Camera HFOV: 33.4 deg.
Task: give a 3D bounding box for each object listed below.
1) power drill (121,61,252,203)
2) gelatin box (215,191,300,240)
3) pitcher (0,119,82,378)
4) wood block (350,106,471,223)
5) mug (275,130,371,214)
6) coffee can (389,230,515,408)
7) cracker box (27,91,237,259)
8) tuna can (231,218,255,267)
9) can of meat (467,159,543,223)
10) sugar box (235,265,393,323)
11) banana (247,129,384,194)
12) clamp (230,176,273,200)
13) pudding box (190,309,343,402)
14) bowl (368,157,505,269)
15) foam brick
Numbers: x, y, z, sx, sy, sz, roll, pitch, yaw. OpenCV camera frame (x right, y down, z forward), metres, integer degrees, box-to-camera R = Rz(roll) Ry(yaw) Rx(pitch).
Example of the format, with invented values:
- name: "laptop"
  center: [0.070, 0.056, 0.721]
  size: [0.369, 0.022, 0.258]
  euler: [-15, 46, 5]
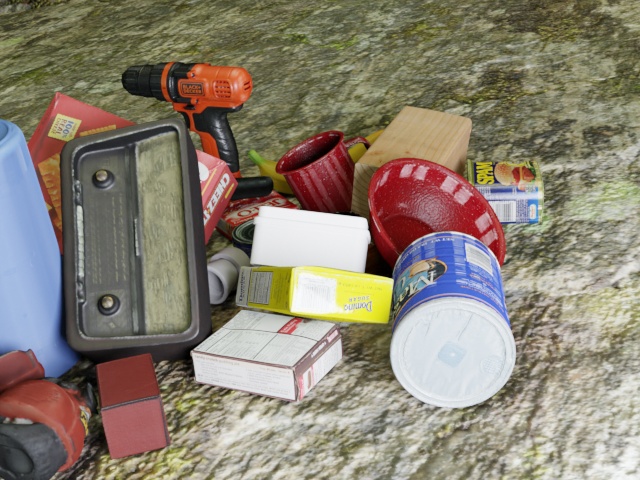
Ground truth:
- name: "power drill"
  center: [-0.167, -0.138, 1.378]
  size: [0.185, 0.188, 0.057]
  euler: [7, 28, 26]
- name: "gelatin box"
  center: [-0.078, -0.029, 1.298]
  size: [0.089, 0.030, 0.073]
  euler: [-18, 26, -22]
- name: "pitcher"
  center: [-0.315, 0.018, 0.997]
  size: [0.145, 0.243, 0.149]
  euler: [-4, 31, 4]
- name: "wood block"
  center: [0.110, -0.080, 1.267]
  size: [0.090, 0.091, 0.205]
  euler: [13, 28, 15]
- name: "mug"
  center: [0.015, -0.080, 1.288]
  size: [0.117, 0.081, 0.093]
  euler: [-29, 23, 1]
- name: "coffee can"
  center: [0.113, 0.066, 0.935]
  size: [0.103, 0.103, 0.140]
  euler: [-4, 24, 7]
- name: "cracker box"
  center: [-0.222, -0.043, 1.135]
  size: [0.214, 0.072, 0.164]
  euler: [23, 76, 15]
- name: "tuna can"
  center: [-0.058, 0.001, 1.218]
  size: [0.086, 0.034, 0.086]
  euler: [-6, 24, 3]
- name: "can of meat"
  center: [0.214, -0.056, 1.243]
  size: [0.084, 0.057, 0.102]
  euler: [-1, 25, 7]
- name: "sugar box"
  center: [-0.011, 0.049, 0.984]
  size: [0.093, 0.048, 0.176]
  euler: [9, -7, -18]
- name: "banana"
  center: [0.002, -0.094, 1.365]
  size: [0.198, 0.069, 0.037]
  euler: [-7, 34, 21]
- name: "clamp"
  center: [-0.159, -0.057, 1.262]
  size: [0.165, 0.036, 0.209]
  euler: [14, 26, 14]
- name: "pudding box"
  center: [-0.048, 0.104, 0.978]
  size: [0.114, 0.039, 0.089]
  euler: [4, 25, 29]
- name: "bowl"
  center: [0.110, -0.007, 1.106]
  size: [0.162, 0.055, 0.162]
  euler: [16, 48, -19]
- name: "foam brick"
  center: [-0.161, 0.140, 0.910]
  size: [0.051, 0.053, 0.078]
  euler: [-12, 23, -11]
